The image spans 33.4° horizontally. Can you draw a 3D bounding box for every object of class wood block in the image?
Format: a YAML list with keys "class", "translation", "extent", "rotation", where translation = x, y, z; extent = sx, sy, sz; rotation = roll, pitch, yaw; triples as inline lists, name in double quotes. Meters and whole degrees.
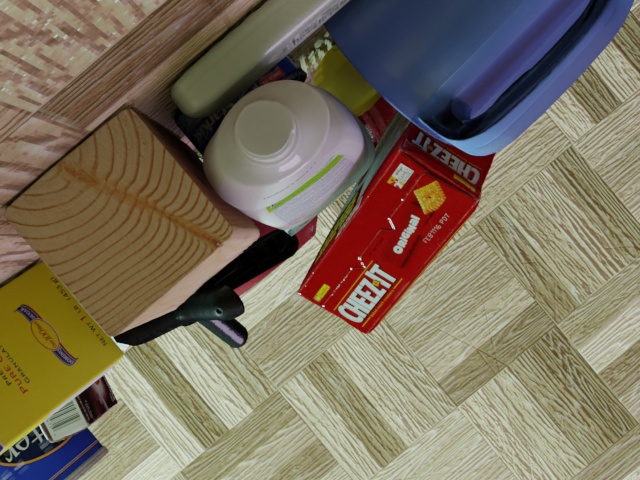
- class: "wood block"
  translation: [-0.104, -0.010, 0.660]
  extent: [0.090, 0.091, 0.206]
  rotation: [-40, 179, 0]

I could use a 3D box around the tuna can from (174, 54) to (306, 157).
- class: "tuna can"
  translation: [-0.051, -0.091, 0.679]
  extent: [0.086, 0.034, 0.086]
  rotation: [-40, 180, -1]

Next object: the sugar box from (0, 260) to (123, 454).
- class: "sugar box"
  translation: [-0.228, 0.097, 0.721]
  extent: [0.175, 0.093, 0.048]
  rotation: [-40, 179, -43]

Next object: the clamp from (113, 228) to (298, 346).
- class: "clamp"
  translation: [-0.103, 0.047, 0.815]
  extent: [0.172, 0.039, 0.120]
  rotation: [-26, -173, 21]

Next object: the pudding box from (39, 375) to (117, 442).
- class: "pudding box"
  translation: [-0.208, 0.094, 0.840]
  extent: [0.039, 0.113, 0.090]
  rotation: [-24, -179, 5]

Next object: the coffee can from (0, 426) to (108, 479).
- class: "coffee can"
  translation: [-0.260, 0.156, 0.887]
  extent: [0.103, 0.140, 0.103]
  rotation: [-40, 180, -1]

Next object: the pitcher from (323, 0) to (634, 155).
- class: "pitcher"
  translation: [0.126, -0.173, 0.625]
  extent: [0.243, 0.149, 0.144]
  rotation: [-44, 178, 24]

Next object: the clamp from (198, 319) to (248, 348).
- class: "clamp"
  translation: [-0.142, 0.048, 1.050]
  extent: [0.210, 0.164, 0.036]
  rotation: [113, 0, -70]

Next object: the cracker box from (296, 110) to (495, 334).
- class: "cracker box"
  translation: [0.077, -0.055, 0.808]
  extent: [0.164, 0.072, 0.213]
  rotation: [-56, -176, 42]

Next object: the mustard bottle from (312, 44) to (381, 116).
- class: "mustard bottle"
  translation: [0.071, -0.174, 0.824]
  extent: [0.192, 0.058, 0.096]
  rotation: [-40, -171, 47]

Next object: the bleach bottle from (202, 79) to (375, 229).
- class: "bleach bottle"
  translation: [-0.016, -0.057, 0.648]
  extent: [0.102, 0.068, 0.251]
  rotation: [-41, 177, 1]
